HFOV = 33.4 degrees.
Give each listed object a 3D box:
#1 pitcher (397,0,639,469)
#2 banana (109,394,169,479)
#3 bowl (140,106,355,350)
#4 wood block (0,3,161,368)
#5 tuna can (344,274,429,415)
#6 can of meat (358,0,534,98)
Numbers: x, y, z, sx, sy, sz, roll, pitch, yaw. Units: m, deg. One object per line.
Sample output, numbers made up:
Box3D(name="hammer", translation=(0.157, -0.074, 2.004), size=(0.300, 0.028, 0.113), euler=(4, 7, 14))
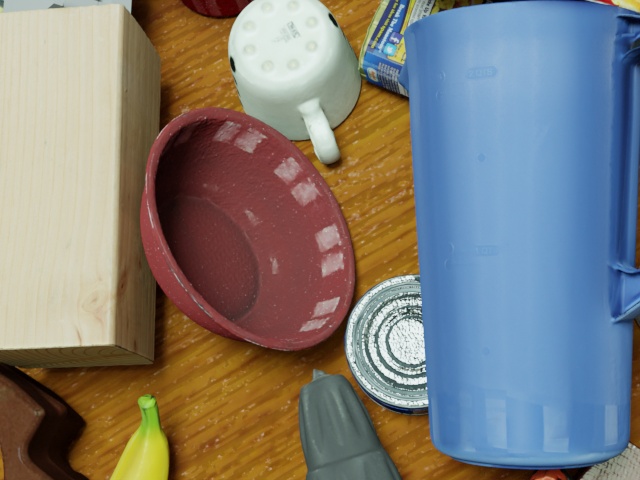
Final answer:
Box3D(name="pitcher", translation=(0.121, -0.003, 0.582), size=(0.145, 0.149, 0.243), euler=(-1, 88, -4))
Box3D(name="banana", translation=(-0.143, 0.188, 0.642), size=(0.037, 0.069, 0.197), euler=(13, 65, 42))
Box3D(name="bowl", translation=(-0.054, 0.001, 0.659), size=(0.055, 0.161, 0.162), euler=(-32, 70, 38))
Box3D(name="wood block", translation=(-0.153, -0.030, 0.658), size=(0.091, 0.090, 0.206), euler=(-3, 76, 7))
Box3D(name="tuna can", translation=(0.058, 0.065, 0.667), size=(0.086, 0.033, 0.086), euler=(-2, 76, 7))
Box3D(name="can of meat", translation=(0.082, -0.137, 0.702), size=(0.084, 0.057, 0.102), euler=(24, 81, 14))
